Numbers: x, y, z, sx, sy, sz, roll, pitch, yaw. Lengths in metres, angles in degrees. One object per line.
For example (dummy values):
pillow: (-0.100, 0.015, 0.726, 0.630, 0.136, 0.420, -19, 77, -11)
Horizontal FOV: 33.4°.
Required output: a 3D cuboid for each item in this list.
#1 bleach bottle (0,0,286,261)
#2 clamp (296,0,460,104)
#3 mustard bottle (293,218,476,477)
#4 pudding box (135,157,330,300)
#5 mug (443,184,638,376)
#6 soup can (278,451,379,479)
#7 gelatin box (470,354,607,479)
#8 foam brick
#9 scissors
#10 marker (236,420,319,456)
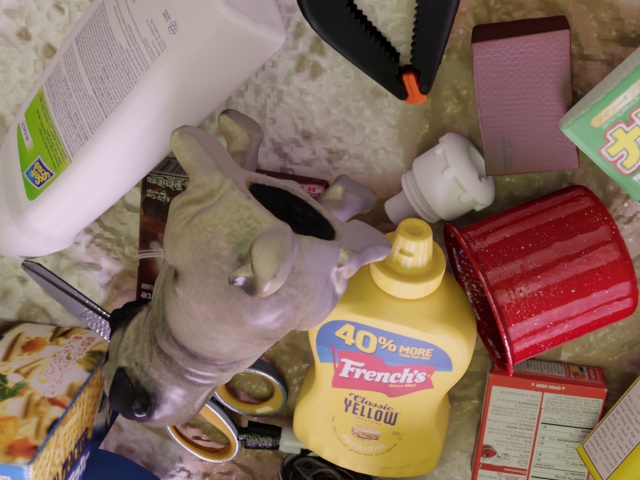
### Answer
bleach bottle: (-0.132, -0.073, 0.619, 0.251, 0.067, 0.102, -39, 58, 28)
clamp: (0.030, -0.177, 0.570, 0.165, 0.036, 0.210, -22, 110, 17)
mustard bottle: (0.040, 0.061, 0.624, 0.096, 0.058, 0.192, 16, 135, 8)
pudding box: (-0.054, 0.001, 0.657, 0.113, 0.039, 0.090, 10, 114, 6)
mug: (0.127, 0.025, 0.612, 0.081, 0.093, 0.117, -22, 148, -2)
soup can: (-0.003, 0.199, 0.715, 0.068, 0.068, 0.102, 14, 115, 4)
gelatin box: (0.137, 0.121, 0.680, 0.073, 0.030, 0.089, 7, 113, 5)
foam brick: (0.113, -0.080, 0.588, 0.053, 0.051, 0.078, -4, 111, 12)
scissors: (-0.093, 0.068, 0.679, 0.096, 0.016, 0.201, -25, 122, 9)
marker: (0.005, 0.134, 0.704, 0.121, 0.020, 0.020, 8, 114, -3)
